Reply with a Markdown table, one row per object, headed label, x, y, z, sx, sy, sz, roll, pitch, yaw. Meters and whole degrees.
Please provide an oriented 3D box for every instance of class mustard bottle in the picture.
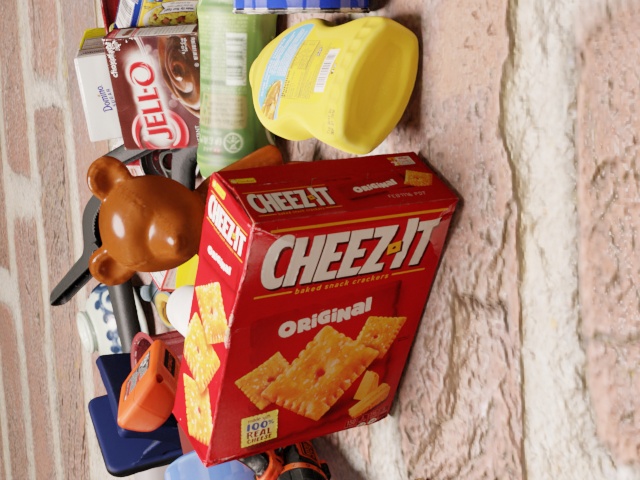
| label | x | y | z | sx | sy | sz | roll | pitch | yaw |
| --- | --- | --- | --- | --- | --- | --- | --- | --- | --- |
| mustard bottle | -0.005 | -0.122 | 0.818 | 0.192 | 0.058 | 0.096 | 20 | 89 | 59 |

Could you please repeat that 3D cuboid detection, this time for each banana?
| label | x | y | z | sx | sy | sz | roll | pitch | yaw |
| --- | --- | --- | --- | --- | --- | --- | --- | --- | --- |
| banana | -0.118 | 0.026 | 1.085 | 0.198 | 0.037 | 0.070 | -54 | 50 | 51 |

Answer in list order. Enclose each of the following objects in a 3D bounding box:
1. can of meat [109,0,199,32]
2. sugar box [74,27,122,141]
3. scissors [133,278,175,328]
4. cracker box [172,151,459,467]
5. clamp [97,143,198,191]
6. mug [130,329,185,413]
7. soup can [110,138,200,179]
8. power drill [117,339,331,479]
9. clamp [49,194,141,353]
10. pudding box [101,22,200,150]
| label | x | y | z | sx | sy | sz | roll | pitch | yaw |
| --- | --- | --- | --- | --- | --- | --- | --- | --- | --- |
| can of meat | -0.140 | -0.222 | 1.006 | 0.057 | 0.101 | 0.084 | 60 | 142 | 37 |
| sugar box | -0.239 | -0.177 | 1.183 | 0.176 | 0.048 | 0.093 | -119 | 20 | -67 |
| scissors | -0.199 | 0.045 | 1.257 | 0.202 | 0.016 | 0.096 | 27 | 118 | 56 |
| cracker box | -0.007 | 0.050 | 0.761 | 0.072 | 0.163 | 0.214 | 50 | 137 | 42 |
| clamp | -0.152 | -0.101 | 1.045 | 0.171 | 0.120 | 0.039 | -66 | -7 | 11 |
| mug | -0.134 | 0.132 | 1.087 | 0.117 | 0.081 | 0.093 | 1 | 99 | 59 |
| soup can | -0.177 | -0.088 | 1.134 | 0.102 | 0.068 | 0.068 | 8 | 103 | 61 |
| power drill | -0.073 | 0.167 | 0.865 | 0.057 | 0.187 | 0.184 | -52 | 14 | 3 |
| clamp | -0.252 | 0.017 | 1.231 | 0.165 | 0.036 | 0.210 | 19 | 107 | 37 |
| pudding box | -0.143 | -0.140 | 0.981 | 0.039 | 0.090 | 0.113 | -74 | -20 | -62 |
